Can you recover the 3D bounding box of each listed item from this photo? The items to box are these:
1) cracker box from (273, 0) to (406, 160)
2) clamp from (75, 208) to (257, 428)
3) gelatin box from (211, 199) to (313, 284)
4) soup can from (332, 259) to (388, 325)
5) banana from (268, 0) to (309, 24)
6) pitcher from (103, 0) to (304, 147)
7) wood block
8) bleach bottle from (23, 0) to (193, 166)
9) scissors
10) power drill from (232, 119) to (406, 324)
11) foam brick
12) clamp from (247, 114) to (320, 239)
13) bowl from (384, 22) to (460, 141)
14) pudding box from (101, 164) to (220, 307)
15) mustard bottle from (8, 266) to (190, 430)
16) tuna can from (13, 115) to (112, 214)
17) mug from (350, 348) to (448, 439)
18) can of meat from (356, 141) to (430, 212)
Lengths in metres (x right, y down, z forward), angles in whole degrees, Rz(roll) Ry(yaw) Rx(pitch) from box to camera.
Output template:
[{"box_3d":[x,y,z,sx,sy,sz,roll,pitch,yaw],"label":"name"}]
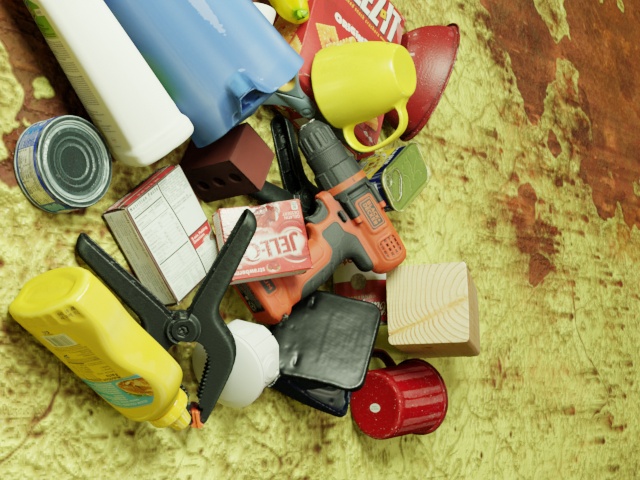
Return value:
[{"box_3d":[0.018,-0.224,1.262,0.164,0.072,0.213,41,52,-40],"label":"cracker box"},{"box_3d":[-0.121,0.072,0.997,0.036,0.164,0.210,-116,-168,-74],"label":"clamp"},{"box_3d":[-0.057,0.001,1.058,0.089,0.030,0.073,-8,80,-22],"label":"gelatin box"},{"box_3d":[0.048,0.050,1.245,0.068,0.069,0.102,4,80,-51],"label":"soup can"},{"box_3d":[-0.053,-0.311,1.186,0.037,0.070,0.198,-21,71,-19],"label":"banana"},{"box_3d":[-0.140,-0.219,1.010,0.242,0.149,0.144,51,46,-15],"label":"pitcher"},{"box_3d":[0.138,0.088,1.265,0.206,0.091,0.090,42,46,-75],"label":"wood block"},{"box_3d":[-0.212,-0.187,0.942,0.068,0.103,0.250,-39,115,-19],"label":"bleach bottle"},{"box_3d":[-0.036,-0.145,1.175,0.201,0.096,0.016,52,33,-45],"label":"scissors"},{"box_3d":[-0.018,-0.014,1.124,0.187,0.057,0.184,-34,93,-23],"label":"power drill"},{"box_3d":[-0.096,-0.078,1.085,0.053,0.078,0.051,47,48,-36],"label":"foam brick"},{"box_3d":[-0.027,-0.055,1.199,0.171,0.039,0.120,50,53,-29],"label":"clamp"},{"box_3d":[0.114,-0.209,1.344,0.055,0.162,0.162,21,62,-14],"label":"bowl"},{"box_3d":[-0.149,-0.004,1.035,0.089,0.039,0.113,-46,116,-45],"label":"pudding box"},{"box_3d":[-0.176,0.104,0.930,0.191,0.096,0.058,52,46,-31],"label":"mustard bottle"},{"box_3d":[-0.228,-0.068,0.952,0.086,0.034,0.086,14,72,-49],"label":"tuna can"},{"box_3d":[0.084,0.179,1.259,0.081,0.093,0.117,-2,57,-47],"label":"mug"},{"box_3d":[0.071,-0.071,1.288,0.102,0.084,0.057,-48,119,-45],"label":"can of meat"}]
